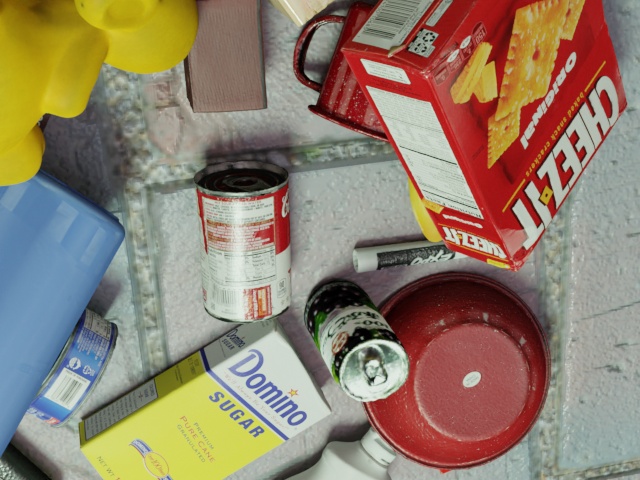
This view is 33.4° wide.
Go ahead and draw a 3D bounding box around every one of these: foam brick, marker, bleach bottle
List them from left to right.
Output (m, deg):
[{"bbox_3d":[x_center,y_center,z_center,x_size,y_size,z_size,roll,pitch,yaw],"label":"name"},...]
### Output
[{"bbox_3d":[-0.067,-0.130,0.725,0.051,0.053,0.078,-8,112,-11],"label":"foam brick"},{"bbox_3d":[-0.032,0.250,0.886,0.102,0.068,0.251,38,97,-24],"label":"bleach bottle"},{"bbox_3d":[0.086,0.008,0.838,0.121,0.020,0.020,-7,113,-11],"label":"marker"}]

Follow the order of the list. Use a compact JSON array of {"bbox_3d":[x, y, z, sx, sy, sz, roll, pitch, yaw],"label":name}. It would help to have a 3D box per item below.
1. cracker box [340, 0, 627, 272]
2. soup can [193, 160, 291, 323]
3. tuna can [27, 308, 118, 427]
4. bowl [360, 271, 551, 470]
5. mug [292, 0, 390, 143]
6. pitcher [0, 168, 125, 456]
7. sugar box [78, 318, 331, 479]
[{"bbox_3d":[0.120,-0.105,0.700,0.164,0.072,0.213,-53,140,-16],"label":"cracker box"},{"bbox_3d":[-0.055,0.001,0.774,0.068,0.068,0.102,-6,114,-11],"label":"soup can"},{"bbox_3d":[-0.184,0.089,0.769,0.033,0.086,0.086,33,101,-22],"label":"tuna can"},{"bbox_3d":[0.112,0.107,0.838,0.162,0.055,0.162,0,92,-7],"label":"bowl"},{"bbox_3d":[0.037,-0.120,0.744,0.117,0.093,0.081,23,103,17],"label":"mug"},{"bbox_3d":[-0.237,0.062,0.690,0.144,0.149,0.243,34,83,-25],"label":"pitcher"},{"bbox_3d":[-0.089,0.139,0.835,0.176,0.048,0.093,-31,116,1],"label":"sugar box"}]
